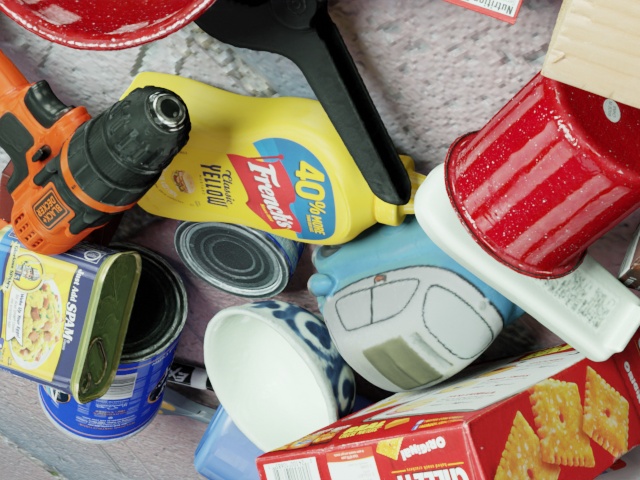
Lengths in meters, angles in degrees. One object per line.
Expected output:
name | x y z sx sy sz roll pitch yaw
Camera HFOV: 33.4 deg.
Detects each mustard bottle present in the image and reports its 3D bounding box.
mustard bottle | -0.022 -0.042 0.632 0.192 0.058 0.096 11 136 16

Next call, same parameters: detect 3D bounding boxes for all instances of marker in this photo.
marker | -0.123 0.111 0.904 0.121 0.020 0.020 11 141 17

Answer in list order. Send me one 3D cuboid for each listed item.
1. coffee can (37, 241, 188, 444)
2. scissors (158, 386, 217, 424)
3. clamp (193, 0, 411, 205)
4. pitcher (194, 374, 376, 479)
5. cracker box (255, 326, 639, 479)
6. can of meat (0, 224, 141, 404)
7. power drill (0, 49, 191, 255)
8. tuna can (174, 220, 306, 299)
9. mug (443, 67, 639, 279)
coffee can | -0.162 0.081 0.819 0.103 0.102 0.140 24 143 0
scissors | -0.106 0.157 0.950 0.201 0.016 0.096 26 159 -19
clamp | 0.002 -0.128 0.525 0.210 0.036 0.165 36 126 -6
pitcher | 0.024 0.195 0.830 0.243 0.149 0.145 29 146 -2
cracker box | 0.095 0.120 0.644 0.164 0.213 0.072 -21 86 43
can of meat | -0.175 0.046 0.703 0.084 0.102 0.057 16 -173 13
power drill | -0.166 -0.091 0.597 0.185 0.057 0.187 -30 96 48
tuna can | -0.055 0.001 0.721 0.086 0.033 0.086 15 142 12
mug | 0.132 -0.039 0.539 0.117 0.093 0.082 6 147 -30
